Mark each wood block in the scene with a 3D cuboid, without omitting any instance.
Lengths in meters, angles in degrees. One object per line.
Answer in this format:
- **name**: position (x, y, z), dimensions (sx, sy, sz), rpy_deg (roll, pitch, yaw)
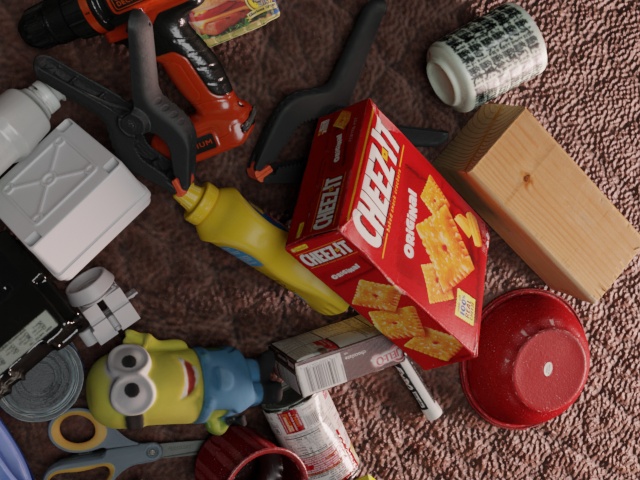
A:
- **wood block**: position (0.228, -0.039, 1.112), dimensions (0.206, 0.090, 0.091), rpy_deg (44, 83, -20)

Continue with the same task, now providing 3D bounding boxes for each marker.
- **marker**: position (0.092, 0.138, 1.125), dimensions (0.020, 0.020, 0.121), rpy_deg (-35, 108, -12)

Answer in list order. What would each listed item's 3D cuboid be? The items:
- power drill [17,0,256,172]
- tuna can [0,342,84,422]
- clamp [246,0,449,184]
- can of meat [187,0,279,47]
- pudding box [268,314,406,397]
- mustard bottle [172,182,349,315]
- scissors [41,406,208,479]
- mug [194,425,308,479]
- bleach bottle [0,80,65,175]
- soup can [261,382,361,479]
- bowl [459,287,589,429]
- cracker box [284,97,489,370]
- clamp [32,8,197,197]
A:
- **power drill**: position (-0.154, -0.154, 0.949), dimensions (0.185, 0.057, 0.187), rpy_deg (-17, 118, 20)
- **tuna can**: position (-0.262, 0.124, 0.986), dimensions (0.086, 0.034, 0.086), rpy_deg (-3, 99, -20)
- **clamp**: position (0.024, -0.113, 1.056), dimensions (0.210, 0.036, 0.164), rpy_deg (-41, 112, -10)
- **can of meat**: position (-0.096, -0.229, 0.985), dimensions (0.102, 0.057, 0.084), rpy_deg (-25, 108, -14)
- **pudding box**: position (0.015, 0.111, 1.056), dimensions (0.113, 0.090, 0.039), rpy_deg (-16, 101, -17)
- **mustard bottle**: position (-0.056, 0.001, 1.010), dimensions (0.191, 0.096, 0.058), rpy_deg (33, 88, -21)
- **scissors**: position (-0.177, 0.189, 1.035), dimensions (0.201, 0.016, 0.096), rpy_deg (-18, 94, -26)
- **mug**: position (-0.077, 0.241, 1.038), dimensions (0.093, 0.082, 0.117), rpy_deg (30, 86, -33)
- **bleach bottle**: position (-0.323, -0.051, 0.915), dimensions (0.250, 0.103, 0.068), rpy_deg (-45, 116, -17)
- **soup can**: position (-0.010, 0.194, 1.070), dimensions (0.068, 0.069, 0.102), rpy_deg (-28, 106, -14)
- **bowl**: position (0.235, 0.135, 1.158), dimensions (0.162, 0.055, 0.162), rpy_deg (-3, 98, -19)
- **cracker box**: position (0.073, -0.004, 1.006), dimensions (0.213, 0.072, 0.164), rpy_deg (43, 44, -33)
- **clamp**: position (-0.153, -0.116, 0.915), dimensions (0.171, 0.120, 0.039), rpy_deg (48, 40, -24)
